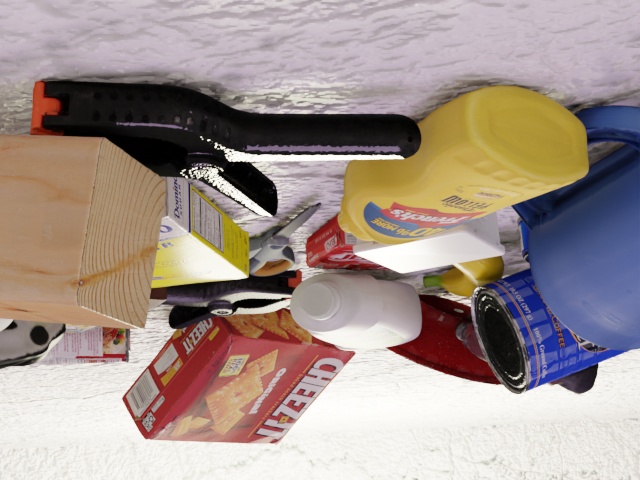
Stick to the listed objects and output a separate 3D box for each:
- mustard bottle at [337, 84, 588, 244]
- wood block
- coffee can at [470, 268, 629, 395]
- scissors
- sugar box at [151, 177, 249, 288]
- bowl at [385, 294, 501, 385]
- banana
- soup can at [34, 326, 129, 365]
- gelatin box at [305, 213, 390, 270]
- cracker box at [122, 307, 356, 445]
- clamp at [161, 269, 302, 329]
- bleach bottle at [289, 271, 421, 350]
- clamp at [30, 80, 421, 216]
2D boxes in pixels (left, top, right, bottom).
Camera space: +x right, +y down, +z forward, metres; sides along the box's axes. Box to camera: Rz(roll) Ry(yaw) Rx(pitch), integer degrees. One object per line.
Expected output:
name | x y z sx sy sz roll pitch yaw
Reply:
mustard bottle | 0.070 -0.038 0.682 0.096 0.058 0.192 8 161 -32
wood block | -0.203 -0.006 0.598 0.206 0.090 0.090 3 168 15
coffee can | 0.220 0.066 0.951 0.140 0.103 0.103 -19 168 -12
scissors | -0.056 0.001 0.879 0.096 0.016 0.202 -2 165 -6
sugar box | -0.121 -0.006 0.778 0.093 0.048 0.176 -7 166 13
bowl | 0.139 0.099 1.146 0.162 0.055 0.162 17 -171 -3
banana | 0.135 0.026 0.979 0.069 0.037 0.198 -6 165 0
soup can | -0.242 0.089 1.061 0.102 0.068 0.068 -1 165 -10
gelatin box | 0.041 0.003 0.882 0.089 0.030 0.073 2 165 -22
cracker box | -0.086 0.150 1.184 0.213 0.072 0.164 15 121 -49
clamp | -0.097 0.056 1.030 0.171 0.039 0.120 -3 165 10
bleach bottle | 0.024 0.063 0.980 0.103 0.068 0.250 -8 171 15
clamp | -0.059 -0.058 0.611 0.209 0.036 0.165 12 159 -40
